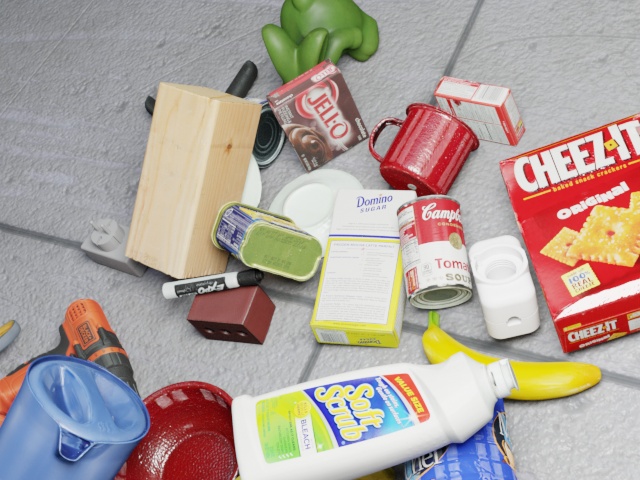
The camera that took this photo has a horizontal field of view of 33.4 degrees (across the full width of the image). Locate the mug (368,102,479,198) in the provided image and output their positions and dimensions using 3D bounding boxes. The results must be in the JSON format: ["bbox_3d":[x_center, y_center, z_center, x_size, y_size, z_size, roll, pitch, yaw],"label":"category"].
[{"bbox_3d":[0.108,-0.099,1.194,0.117,0.093,0.081,26,76,18],"label":"mug"}]

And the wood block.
[{"bbox_3d":[-0.147,-0.069,1.234,0.090,0.090,0.206,20,103,29],"label":"wood block"}]

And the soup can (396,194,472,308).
[{"bbox_3d":[0.118,0.013,1.109,0.069,0.068,0.102,-13,66,18],"label":"soup can"}]

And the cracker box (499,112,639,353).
[{"bbox_3d":[0.284,-0.013,1.056,0.164,0.072,0.214,-19,50,10],"label":"cracker box"}]

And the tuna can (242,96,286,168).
[{"bbox_3d":[-0.079,-0.133,1.316,0.034,0.086,0.086,16,66,32],"label":"tuna can"}]

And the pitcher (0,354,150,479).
[{"bbox_3d":[-0.286,0.243,1.095,0.145,0.149,0.243,42,109,28],"label":"pitcher"}]

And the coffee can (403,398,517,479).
[{"bbox_3d":[0.125,0.202,0.974,0.103,0.102,0.140,-16,53,16],"label":"coffee can"}]

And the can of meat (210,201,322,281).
[{"bbox_3d":[-0.058,0.002,1.178,0.084,0.102,0.057,31,103,60],"label":"can of meat"}]

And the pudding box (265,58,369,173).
[{"bbox_3d":[-0.003,-0.147,1.266,0.090,0.113,0.039,-30,47,-1],"label":"pudding box"}]

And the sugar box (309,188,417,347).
[{"bbox_3d":[0.051,0.027,1.163,0.093,0.048,0.176,3,57,17],"label":"sugar box"}]

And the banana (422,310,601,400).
[{"bbox_3d":[0.172,0.121,1.049,0.198,0.037,0.069,19,68,34],"label":"banana"}]

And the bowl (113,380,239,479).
[{"bbox_3d":[-0.140,0.231,1.116,0.162,0.055,0.162,-13,53,18],"label":"bowl"}]

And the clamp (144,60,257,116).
[{"bbox_3d":[-0.143,-0.140,1.384,0.165,0.036,0.210,-23,53,11],"label":"clamp"}]

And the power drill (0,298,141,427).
[{"bbox_3d":[-0.306,0.176,1.238,0.187,0.057,0.185,-34,46,-2],"label":"power drill"}]

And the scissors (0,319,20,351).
[{"bbox_3d":[-0.395,0.141,1.272,0.096,0.016,0.202,-36,20,-12],"label":"scissors"}]

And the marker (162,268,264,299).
[{"bbox_3d":[-0.119,0.047,1.185,0.121,0.020,0.020,-10,54,21],"label":"marker"}]

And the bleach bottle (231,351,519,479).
[{"bbox_3d":[0.049,0.151,0.941,0.251,0.068,0.102,-21,51,13],"label":"bleach bottle"}]

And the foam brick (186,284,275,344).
[{"bbox_3d":[-0.099,0.081,1.201,0.078,0.053,0.051,2,59,29],"label":"foam brick"}]

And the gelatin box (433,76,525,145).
[{"bbox_3d":[0.179,-0.146,1.205,0.089,0.073,0.030,17,66,35],"label":"gelatin box"}]
